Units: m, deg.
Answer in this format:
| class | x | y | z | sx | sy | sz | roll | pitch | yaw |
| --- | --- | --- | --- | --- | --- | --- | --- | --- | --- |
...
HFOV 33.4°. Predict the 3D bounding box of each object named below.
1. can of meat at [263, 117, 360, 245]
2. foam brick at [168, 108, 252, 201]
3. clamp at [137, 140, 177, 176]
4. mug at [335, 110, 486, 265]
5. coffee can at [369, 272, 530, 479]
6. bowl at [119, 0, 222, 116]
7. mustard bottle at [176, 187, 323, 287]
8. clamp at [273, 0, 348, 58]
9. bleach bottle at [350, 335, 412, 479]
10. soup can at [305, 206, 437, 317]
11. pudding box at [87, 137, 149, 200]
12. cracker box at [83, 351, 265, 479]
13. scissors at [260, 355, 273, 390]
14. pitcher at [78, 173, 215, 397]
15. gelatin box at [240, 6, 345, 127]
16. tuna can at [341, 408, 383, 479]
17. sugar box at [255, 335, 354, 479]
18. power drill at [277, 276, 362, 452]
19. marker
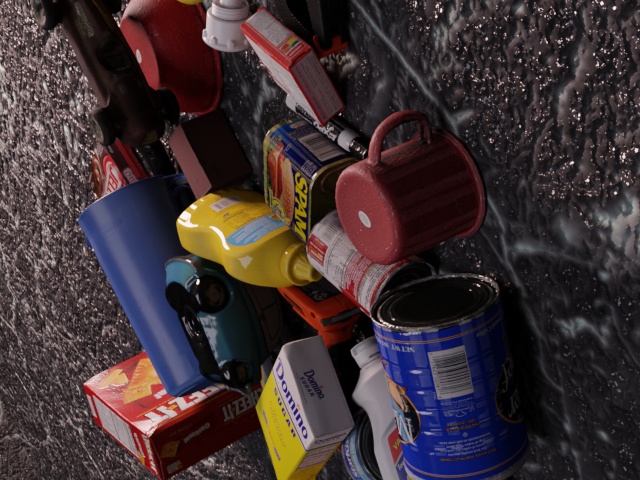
| class | x | y | z | sx | sy | sz | roll | pitch | yaw |
| --- | --- | --- | --- | --- | --- | --- | --- | --- | --- |
| can of meat | -0.008 | -0.050 | 0.964 | 0.084 | 0.057 | 0.102 | 45 | 146 | 39 |
| foam brick | -0.117 | -0.089 | 1.127 | 0.078 | 0.052 | 0.051 | 63 | 153 | 6 |
| clamp | -0.224 | -0.155 | 1.223 | 0.165 | 0.036 | 0.210 | 51 | 170 | 43 |
| mug | 0.064 | -0.041 | 0.813 | 0.093 | 0.081 | 0.117 | 32 | 137 | 48 |
| coffee can | 0.103 | 0.110 | 0.840 | 0.103 | 0.102 | 0.140 | 15 | 124 | 56 |
| bowl | -0.168 | -0.200 | 1.129 | 0.162 | 0.055 | 0.162 | 40 | 143 | 40 |
| mustard bottle | -0.057 | 0.002 | 1.044 | 0.192 | 0.096 | 0.058 | 26 | 132 | 51 |
| clamp | -0.024 | -0.234 | 0.866 | 0.171 | 0.039 | 0.120 | 57 | 158 | 5 |
| bleach bottle | 0.093 | 0.202 | 0.934 | 0.251 | 0.102 | 0.068 | 60 | -173 | 13 |
| soup can | 0.042 | 0.021 | 0.916 | 0.102 | 0.068 | 0.068 | 41 | 143 | 40 |
| pudding box | -0.266 | -0.077 | 1.413 | 0.090 | 0.039 | 0.114 | 57 | 151 | 16 |
| cracker box | -0.182 | 0.200 | 1.346 | 0.214 | 0.164 | 0.072 | 19 | 129 | 55 |
| scissors | -0.046 | 0.189 | 1.202 | 0.096 | 0.016 | 0.202 | 85 | 165 | -49 |
| pitcher | -0.167 | 0.049 | 1.237 | 0.243 | 0.144 | 0.149 | 64 | 161 | 9 |
| gelatin box | -0.022 | -0.147 | 0.903 | 0.073 | 0.030 | 0.089 | 46 | 176 | 35 |
| tuna can | 0.065 | 0.191 | 0.989 | 0.086 | 0.086 | 0.034 | 63 | 151 | 6 |
| sugar box | -0.020 | 0.167 | 1.018 | 0.176 | 0.048 | 0.093 | 108 | 145 | -61 |
| power drill | 0.002 | 0.116 | 1.075 | 0.185 | 0.057 | 0.187 | 32 | 139 | 53 |
| marker | 0.011 | -0.098 | 0.930 | 0.121 | 0.020 | 0.020 | 41 | 144 | 39 |
